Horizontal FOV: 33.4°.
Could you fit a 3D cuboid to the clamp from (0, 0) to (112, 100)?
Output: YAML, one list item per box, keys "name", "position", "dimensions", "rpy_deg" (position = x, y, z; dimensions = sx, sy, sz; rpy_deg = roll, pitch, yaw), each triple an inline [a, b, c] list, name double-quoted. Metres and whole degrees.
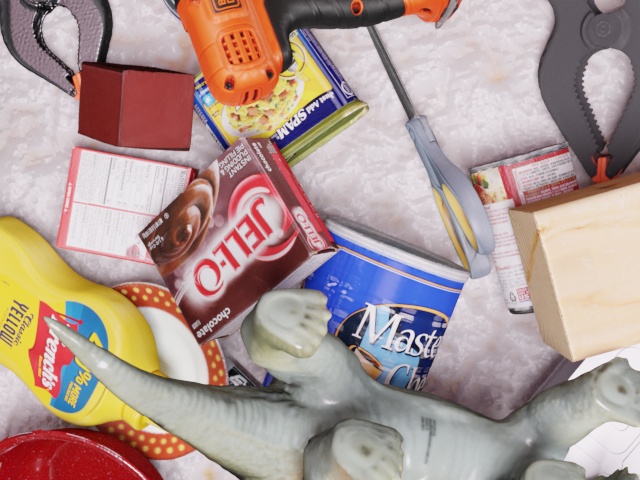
- name: "clamp"
  position: [-0.188, -0.184, 0.749]
  dimensions: [0.120, 0.039, 0.171]
  rpy_deg: [-30, 96, 11]

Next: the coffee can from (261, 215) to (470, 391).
- name: "coffee can"
  position: [0.026, 0.066, 0.711]
  dimensions: [0.103, 0.102, 0.140]
  rpy_deg: [22, 95, 4]

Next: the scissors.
- name: "scissors"
  position: [0.073, -0.067, 0.708]
  dimensions: [0.016, 0.096, 0.202]
  rpy_deg: [-23, 94, -5]

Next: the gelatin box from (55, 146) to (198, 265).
- name: "gelatin box"
  position: [-0.136, -0.024, 0.757]
  dimensions: [0.089, 0.030, 0.073]
  rpy_deg: [10, 94, 2]

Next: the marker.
- name: "marker"
  position: [-0.054, 0.108, 0.762]
  dimensions: [0.121, 0.020, 0.020]
  rpy_deg: [44, 96, 1]

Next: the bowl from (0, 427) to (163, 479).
- name: "bowl"
  position: [-0.161, 0.188, 0.744]
  dimensions: [0.162, 0.055, 0.162]
  rpy_deg: [6, 114, 14]

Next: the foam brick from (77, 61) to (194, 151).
- name: "foam brick"
  position: [-0.125, -0.091, 0.720]
  dimensions: [0.052, 0.078, 0.051]
  rpy_deg: [0, 102, -34]

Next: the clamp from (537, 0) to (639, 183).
- name: "clamp"
  position: [0.182, -0.145, 0.707]
  dimensions: [0.165, 0.036, 0.210]
  rpy_deg: [12, 105, 29]

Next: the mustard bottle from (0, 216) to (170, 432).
- name: "mustard bottle"
  position: [-0.170, 0.071, 0.731]
  dimensions: [0.192, 0.058, 0.096]
  rpy_deg: [33, 108, 15]

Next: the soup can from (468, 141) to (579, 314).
- name: "soup can"
  position: [0.145, -0.008, 0.713]
  dimensions: [0.068, 0.068, 0.102]
  rpy_deg: [-16, 92, 6]

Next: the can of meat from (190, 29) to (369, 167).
- name: "can of meat"
  position: [-0.032, -0.096, 0.730]
  dimensions: [0.102, 0.057, 0.084]
  rpy_deg: [-35, 87, 6]

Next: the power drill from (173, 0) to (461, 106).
- name: "power drill"
  position: [-0.012, -0.189, 0.691]
  dimensions: [0.187, 0.057, 0.184]
  rpy_deg: [-17, 78, -13]

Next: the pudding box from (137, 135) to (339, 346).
- name: "pudding box"
  position: [-0.055, 0.001, 0.689]
  dimensions: [0.114, 0.039, 0.090]
  rpy_deg: [-40, 71, 30]
